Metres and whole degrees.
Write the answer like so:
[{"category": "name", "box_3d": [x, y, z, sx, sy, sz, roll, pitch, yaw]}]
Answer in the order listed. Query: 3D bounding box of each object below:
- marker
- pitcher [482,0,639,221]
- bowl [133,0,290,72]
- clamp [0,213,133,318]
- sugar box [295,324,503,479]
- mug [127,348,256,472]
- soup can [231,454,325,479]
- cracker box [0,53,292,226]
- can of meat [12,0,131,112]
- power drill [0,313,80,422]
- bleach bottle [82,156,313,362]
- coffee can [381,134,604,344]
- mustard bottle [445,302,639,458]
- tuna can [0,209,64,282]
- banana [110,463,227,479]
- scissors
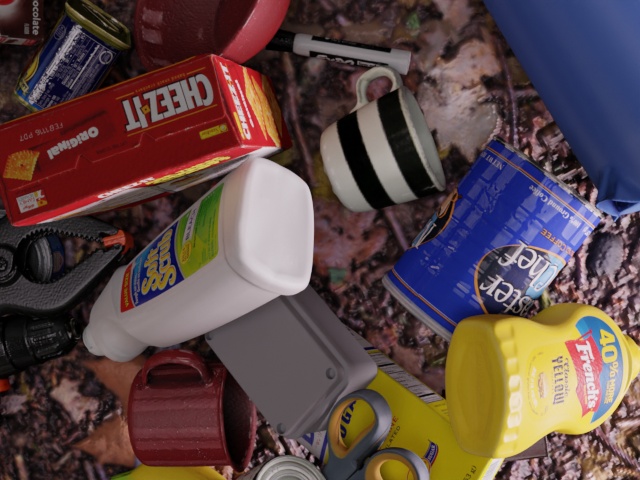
[{"category": "marker", "box_3d": [0.011, -0.152, 0.850, 0.121, 0.020, 0.020, 11, 95, 7]}, {"category": "pitcher", "box_3d": [0.214, -0.150, 0.778, 0.145, 0.149, 0.243, -34, 86, 23]}, {"category": "bowl", "box_3d": [-0.073, -0.189, 0.817, 0.162, 0.055, 0.162, -19, 62, 40]}, {"category": "clamp", "box_3d": [-0.257, 0.013, 0.852, 0.210, 0.036, 0.164, -20, 84, 3]}, {"category": "sugar box", "box_3d": [0.048, 0.146, 0.818, 0.176, 0.048, 0.093, 33, 105, 25]}, {"category": "mug", "box_3d": [-0.105, 0.130, 0.844, 0.081, 0.093, 0.117, -4, 133, 13]}, {"category": "soup can", "box_3d": [-0.044, 0.208, 0.814, 0.068, 0.068, 0.102, 51, 142, 1]}, {"category": "cracker box", "box_3d": [-0.120, -0.073, 0.774, 0.164, 0.213, 0.072, -19, 92, 8]}, {"category": "can of meat", "box_3d": [-0.195, -0.141, 0.837, 0.057, 0.102, 0.084, 32, 101, -20]}, {"category": "power drill", "box_3d": [-0.270, 0.159, 0.892, 0.184, 0.057, 0.187, -14, 89, 12]}, {"category": "bleach bottle", "box_3d": [-0.107, 0.037, 0.804, 0.068, 0.102, 0.251, 27, 139, -30]}, {"category": "coffee can", "box_3d": [0.128, 0.007, 0.803, 0.103, 0.102, 0.140, 38, 98, 3]}, {"category": "mustard bottle", "box_3d": [0.174, 0.095, 0.778, 0.058, 0.191, 0.096, -1, 92, 49]}, {"category": "tuna can", "box_3d": [-0.259, 0.016, 0.891, 0.086, 0.033, 0.086, 1, 94, 7]}, {"category": "banana", "box_3d": [-0.081, 0.237, 0.885, 0.198, 0.037, 0.070, 40, 121, 5]}, {"category": "scissors", "box_3d": [0.021, 0.191, 0.801, 0.096, 0.016, 0.202, 40, 134, 23]}]
